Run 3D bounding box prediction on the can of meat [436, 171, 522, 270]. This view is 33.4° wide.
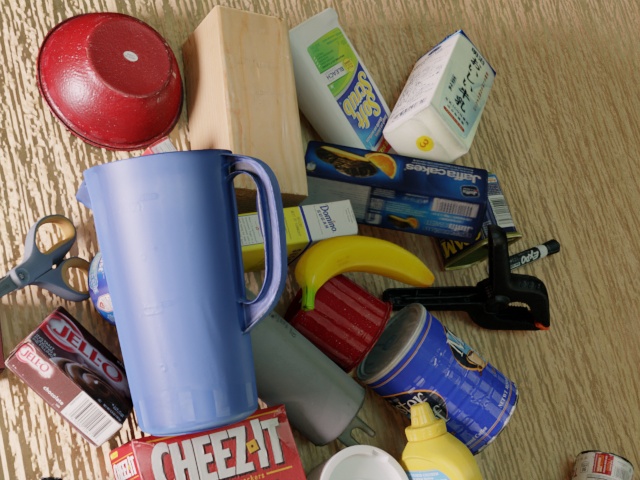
[{"bbox_3d":[0.173,-0.023,1.231,0.057,0.102,0.084,-7,72,-34],"label":"can of meat"}]

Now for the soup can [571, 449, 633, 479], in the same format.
[{"bbox_3d":[0.313,0.296,1.201,0.068,0.069,0.102,31,57,-17],"label":"soup can"}]

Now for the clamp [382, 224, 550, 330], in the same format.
[{"bbox_3d":[0.196,0.054,1.194,0.209,0.165,0.036,20,47,-33],"label":"clamp"}]

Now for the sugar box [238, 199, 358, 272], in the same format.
[{"bbox_3d":[-0.057,0.002,1.087,0.175,0.093,0.048,-6,74,-32],"label":"sugar box"}]

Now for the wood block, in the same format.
[{"bbox_3d":[-0.081,-0.130,1.129,0.090,0.091,0.206,5,68,-30],"label":"wood block"}]

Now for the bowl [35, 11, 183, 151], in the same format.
[{"bbox_3d":[-0.205,-0.175,1.096,0.161,0.055,0.162,12,64,-27],"label":"bowl"}]

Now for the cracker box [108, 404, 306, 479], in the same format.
[{"bbox_3d":[-0.083,0.272,0.973,0.163,0.072,0.214,-8,74,-34],"label":"cracker box"}]

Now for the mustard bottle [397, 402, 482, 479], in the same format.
[{"bbox_3d":[0.123,0.257,1.069,0.058,0.096,0.191,-14,88,-38],"label":"mustard bottle"}]

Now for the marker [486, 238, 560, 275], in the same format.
[{"bbox_3d":[0.252,0.021,1.309,0.120,0.020,0.020,-18,80,-35],"label":"marker"}]

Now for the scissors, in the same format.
[{"bbox_3d":[-0.253,0.044,0.951,0.096,0.016,0.201,51,27,-18],"label":"scissors"}]

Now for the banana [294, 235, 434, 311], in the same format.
[{"bbox_3d":[0.038,0.027,1.078,0.197,0.037,0.069,-9,81,-44],"label":"banana"}]

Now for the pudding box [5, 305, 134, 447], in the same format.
[{"bbox_3d":[-0.216,0.119,0.951,0.113,0.039,0.090,47,15,-8],"label":"pudding box"}]

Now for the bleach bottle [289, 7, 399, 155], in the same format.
[{"bbox_3d":[0.043,-0.138,1.226,0.102,0.068,0.251,-39,95,-40],"label":"bleach bottle"}]

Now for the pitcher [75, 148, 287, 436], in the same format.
[{"bbox_3d":[-0.115,0.041,0.939,0.144,0.149,0.243,-9,90,-30],"label":"pitcher"}]

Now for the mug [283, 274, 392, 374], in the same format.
[{"bbox_3d":[0.016,0.073,1.112,0.081,0.093,0.117,35,28,-9],"label":"mug"}]

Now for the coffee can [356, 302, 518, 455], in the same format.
[{"bbox_3d":[0.123,0.149,1.128,0.140,0.103,0.102,40,55,-11],"label":"coffee can"}]

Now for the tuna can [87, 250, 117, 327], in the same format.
[{"bbox_3d":[-0.180,0.041,1.018,0.086,0.034,0.086,25,55,-44],"label":"tuna can"}]
